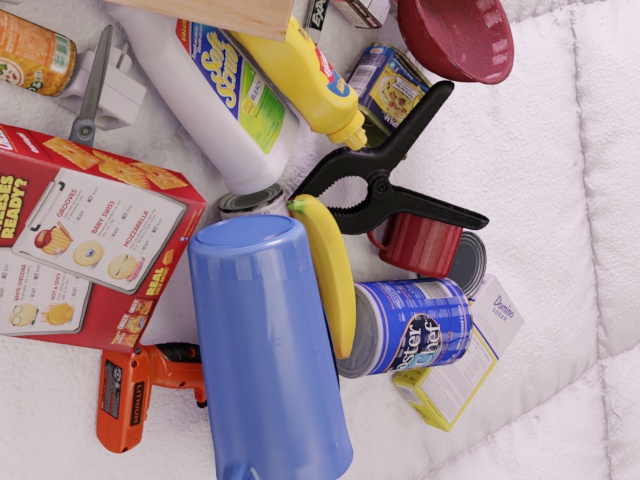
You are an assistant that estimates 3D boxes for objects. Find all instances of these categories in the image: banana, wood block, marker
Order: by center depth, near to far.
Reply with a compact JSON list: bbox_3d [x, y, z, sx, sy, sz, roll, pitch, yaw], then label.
[{"bbox_3d":[-0.117,-0.237,0.847,0.206,0.091,0.090,12,128,-7],"label":"wood block"},{"bbox_3d":[0.003,0.026,1.083,0.069,0.037,0.198,-53,133,-44],"label":"banana"},{"bbox_3d":[-0.003,-0.233,1.087,0.020,0.020,0.121,12,92,-39],"label":"marker"}]

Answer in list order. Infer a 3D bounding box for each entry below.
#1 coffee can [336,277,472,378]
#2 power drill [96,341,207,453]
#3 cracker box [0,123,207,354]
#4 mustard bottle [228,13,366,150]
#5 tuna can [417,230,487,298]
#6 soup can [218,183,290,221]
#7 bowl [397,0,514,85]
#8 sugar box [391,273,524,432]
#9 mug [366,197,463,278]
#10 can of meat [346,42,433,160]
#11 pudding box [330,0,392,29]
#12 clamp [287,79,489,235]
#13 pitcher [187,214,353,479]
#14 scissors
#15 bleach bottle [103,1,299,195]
[{"bbox_3d":[0.082,0.093,1.171,0.140,0.103,0.103,-2,101,-38],"label":"coffee can"},{"bbox_3d":[-0.126,0.159,1.055,0.187,0.057,0.184,-2,100,-40],"label":"power drill"},{"bbox_3d":[-0.227,0.000,0.904,0.213,0.072,0.164,14,111,-39],"label":"cracker box"},{"bbox_3d":[-0.017,-0.161,1.029,0.058,0.096,0.191,-34,115,13],"label":"mustard bottle"},{"bbox_3d":[0.155,0.028,1.259,0.085,0.034,0.086,-9,105,-36],"label":"tuna can"},{"bbox_3d":[-0.057,0.001,1.065,0.068,0.069,0.102,-29,116,-30],"label":"soup can"},{"bbox_3d":[0.130,-0.224,1.106,0.161,0.055,0.162,23,55,-37],"label":"bowl"},{"bbox_3d":[0.168,0.132,1.286,0.176,0.048,0.093,-52,126,-22],"label":"sugar box"},{"bbox_3d":[0.103,-0.010,1.179,0.117,0.093,0.081,14,96,-27],"label":"mug"},{"bbox_3d":[0.070,-0.149,1.139,0.102,0.058,0.084,40,73,-36],"label":"can of meat"},{"bbox_3d":[0.047,-0.286,1.087,0.090,0.039,0.113,33,72,-53],"label":"pudding box"},{"bbox_3d":[0.069,-0.053,1.106,0.210,0.036,0.164,-24,108,2],"label":"clamp"},{"bbox_3d":[-0.045,0.101,0.993,0.145,0.149,0.243,-12,107,-11],"label":"pitcher"},{"bbox_3d":[-0.220,-0.086,0.906,0.096,0.016,0.202,-13,131,-23],"label":"scissors"},{"bbox_3d":[-0.120,-0.160,0.975,0.250,0.068,0.102,49,45,-33],"label":"bleach bottle"}]
